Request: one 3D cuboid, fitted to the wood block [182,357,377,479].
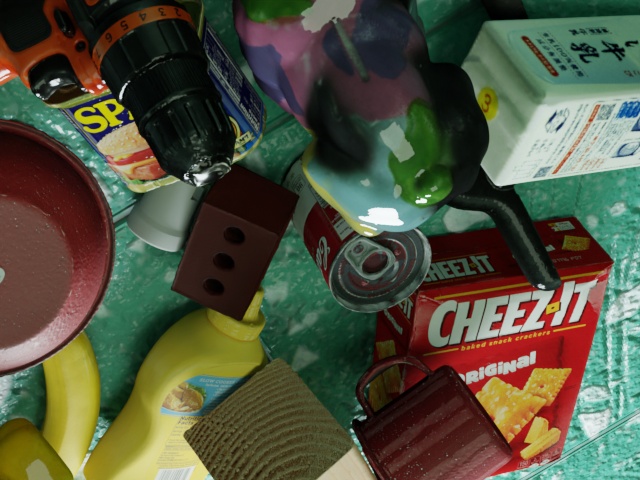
[{"bbox_3d":[-0.011,0.184,0.794,0.090,0.091,0.206,-38,147,-9],"label":"wood block"}]

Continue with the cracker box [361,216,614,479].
[{"bbox_3d":[0.126,0.096,0.842,0.164,0.072,0.214,-8,127,-18],"label":"cracker box"}]

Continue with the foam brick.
[{"bbox_3d":[-0.054,0.001,0.685,0.053,0.051,0.078,25,125,1],"label":"foam brick"}]

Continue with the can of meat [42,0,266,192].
[{"bbox_3d":[-0.092,-0.080,0.608,0.102,0.057,0.084,-15,138,20],"label":"can of meat"}]

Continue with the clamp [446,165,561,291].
[{"bbox_3d":[0.122,-0.039,0.732,0.171,0.039,0.120,18,82,-19],"label":"clamp"}]

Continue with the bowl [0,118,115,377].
[{"bbox_3d":[-0.192,0.013,0.614,0.161,0.055,0.162,-6,106,-22],"label":"bowl"}]

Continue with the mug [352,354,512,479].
[{"bbox_3d":[0.074,0.133,0.756,0.081,0.093,0.117,-37,90,4],"label":"mug"}]

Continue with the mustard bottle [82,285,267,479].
[{"bbox_3d":[-0.091,0.107,0.761,0.096,0.058,0.192,7,122,-44],"label":"mustard bottle"}]

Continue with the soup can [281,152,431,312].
[{"bbox_3d":[0.020,-0.011,0.694,0.068,0.102,0.068,-12,129,-16],"label":"soup can"}]

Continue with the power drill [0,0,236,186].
[{"bbox_3d":[-0.149,-0.073,0.537,0.188,0.184,0.057,-30,160,6],"label":"power drill"}]

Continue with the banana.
[{"bbox_3d":[-0.191,0.128,0.749,0.069,0.037,0.198,11,120,-31],"label":"banana"}]
